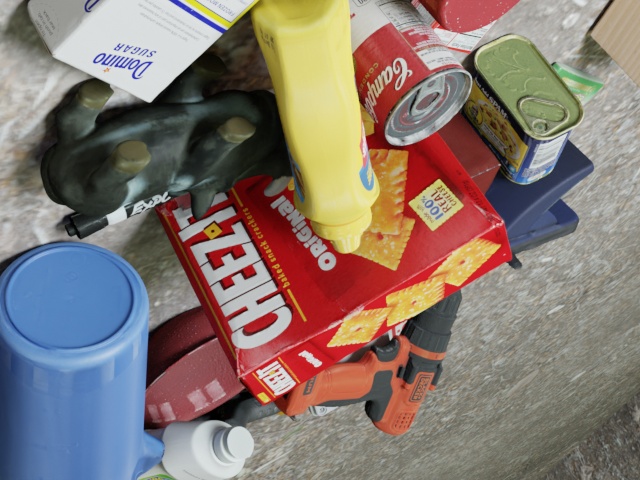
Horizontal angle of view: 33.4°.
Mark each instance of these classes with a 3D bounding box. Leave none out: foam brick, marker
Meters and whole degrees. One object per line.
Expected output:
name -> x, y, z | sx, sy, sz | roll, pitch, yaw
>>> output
foam brick -> 0.107, -0.071, 0.927 | 0.051, 0.078, 0.053 | -25, 157, -23
marker -> -0.126, -0.031, 0.767 | 0.121, 0.020, 0.020 | -26, 155, -20

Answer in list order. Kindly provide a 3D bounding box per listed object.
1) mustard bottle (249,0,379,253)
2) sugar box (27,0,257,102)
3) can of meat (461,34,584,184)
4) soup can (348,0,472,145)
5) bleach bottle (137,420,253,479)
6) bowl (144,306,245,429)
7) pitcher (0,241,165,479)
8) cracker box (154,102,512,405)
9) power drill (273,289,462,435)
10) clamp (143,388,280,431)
mustard bottle -> 0.002, -0.071, 0.676 | 0.058, 0.096, 0.191 | -11, 127, 1
sugar box -> -0.065, -0.156, 0.574 | 0.176, 0.048, 0.093 | -37, 157, 15
can of meat -> 0.167, -0.108, 0.906 | 0.057, 0.102, 0.084 | -27, 158, -16
soup can -> 0.044, -0.123, 0.709 | 0.068, 0.102, 0.068 | -29, 156, -14
bleach bottle -> -0.146, 0.211, 1.001 | 0.102, 0.068, 0.251 | 22, 149, -37
bowl -> -0.116, 0.110, 1.005 | 0.162, 0.055, 0.162 | -28, 156, -14
pitcher -> -0.205, 0.112, 0.820 | 0.149, 0.145, 0.243 | -34, 156, -34
cracker box -> 0.006, -0.006, 0.787 | 0.213, 0.164, 0.072 | -30, 149, 0
power drill -> 0.048, 0.114, 1.082 | 0.187, 0.057, 0.184 | 8, 110, -34
clamp -> -0.110, 0.185, 1.145 | 0.165, 0.036, 0.209 | -9, -178, 26
